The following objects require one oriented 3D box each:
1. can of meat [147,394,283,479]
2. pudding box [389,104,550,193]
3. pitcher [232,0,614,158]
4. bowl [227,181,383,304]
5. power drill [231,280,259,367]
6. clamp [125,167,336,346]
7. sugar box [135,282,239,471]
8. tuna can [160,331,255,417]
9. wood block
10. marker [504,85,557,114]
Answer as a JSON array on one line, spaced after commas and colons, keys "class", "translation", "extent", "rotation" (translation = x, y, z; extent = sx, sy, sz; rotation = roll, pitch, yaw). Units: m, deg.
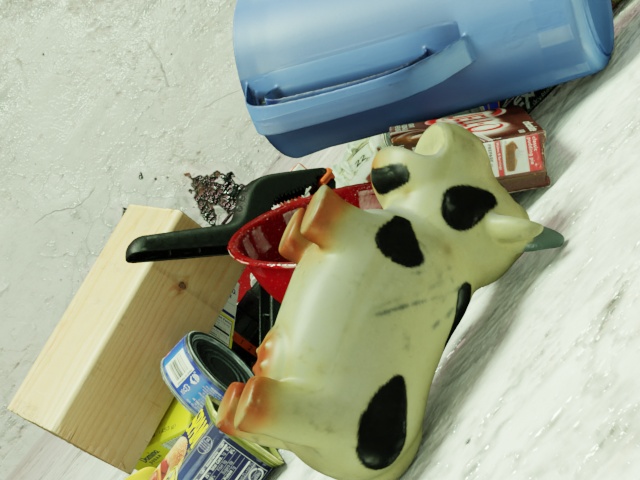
[{"class": "can of meat", "translation": [-0.076, 0.158, 0.715], "extent": [0.084, 0.057, 0.102], "rotation": [-53, 8, -5]}, {"class": "pudding box", "translation": [0.092, -0.055, 0.675], "extent": [0.090, 0.039, 0.113], "rotation": [-11, 17, 5]}, {"class": "pitcher", "translation": [0.067, -0.138, 0.731], "extent": [0.243, 0.144, 0.149], "rotation": [-10, 71, 27]}, {"class": "bowl", "translation": [0.025, 0.010, 0.682], "extent": [0.162, 0.055, 0.162], "rotation": [-12, 17, 4]}, {"class": "power drill", "translation": [-0.101, 0.103, 1.089], "extent": [0.184, 0.057, 0.188], "rotation": [-51, 8, -6]}, {"class": "clamp", "translation": [-0.056, 0.001, 0.900], "extent": [0.036, 0.164, 0.209], "rotation": [-36, 18, 52]}, {"class": "sugar box", "translation": [-0.126, 0.115, 0.964], "extent": [0.093, 0.048, 0.176], "rotation": [-28, 43, 31]}, {"class": "tuna can", "translation": [-0.086, 0.114, 0.863], "extent": [0.034, 0.086, 0.086], "rotation": [-47, 8, 11]}, {"class": "wood block", "translation": [-0.163, 0.081, 0.915], "extent": [0.090, 0.090, 0.206], "rotation": [7, 63, 51]}, {"class": "marker", "translation": [0.155, -0.107, 0.784], "extent": [0.121, 0.020, 0.020], "rotation": [-47, 9, 24]}]
